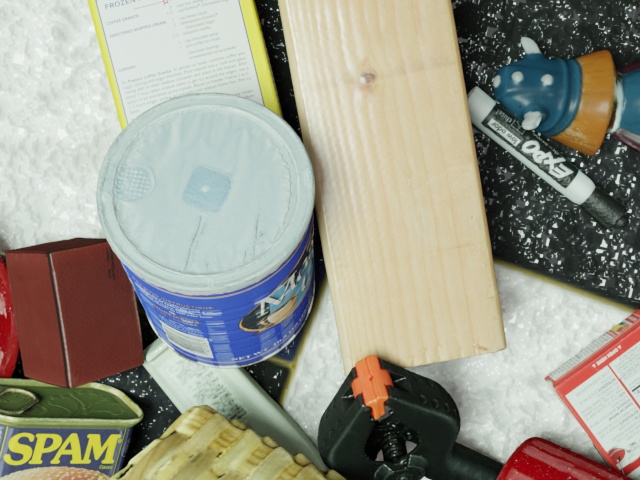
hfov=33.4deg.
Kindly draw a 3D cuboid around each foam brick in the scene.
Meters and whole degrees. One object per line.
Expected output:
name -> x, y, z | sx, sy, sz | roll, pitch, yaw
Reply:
foam brick -> -0.142, 0.040, 0.617 | 0.052, 0.051, 0.078 | -13, 98, -44

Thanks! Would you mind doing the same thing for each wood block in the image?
wood block -> 0.039, -0.039, 0.599 | 0.091, 0.090, 0.206 | -10, 97, 2

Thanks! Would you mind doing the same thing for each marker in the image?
marker -> 0.133, -0.047, 0.633 | 0.121, 0.020, 0.020 | 38, 95, -4

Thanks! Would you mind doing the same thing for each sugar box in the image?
sugar box -> -0.082, -0.127, 0.611 | 0.093, 0.048, 0.176 | -13, 93, 1

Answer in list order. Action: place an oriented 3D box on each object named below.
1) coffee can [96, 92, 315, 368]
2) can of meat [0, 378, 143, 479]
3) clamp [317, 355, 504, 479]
coffee can -> -0.054, 0.001, 0.562 | 0.103, 0.140, 0.103 | 0, 69, 0
can of meat -> -0.163, 0.129, 0.617 | 0.101, 0.058, 0.084 | 9, 101, -40
clamp -> 0.035, 0.126, 0.605 | 0.120, 0.039, 0.171 | -28, 136, 4
